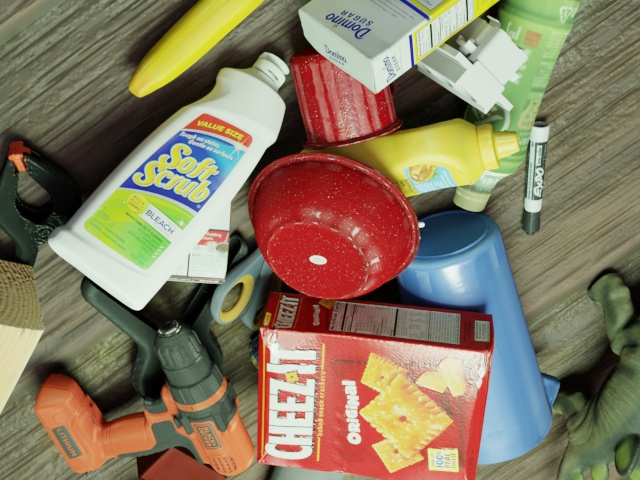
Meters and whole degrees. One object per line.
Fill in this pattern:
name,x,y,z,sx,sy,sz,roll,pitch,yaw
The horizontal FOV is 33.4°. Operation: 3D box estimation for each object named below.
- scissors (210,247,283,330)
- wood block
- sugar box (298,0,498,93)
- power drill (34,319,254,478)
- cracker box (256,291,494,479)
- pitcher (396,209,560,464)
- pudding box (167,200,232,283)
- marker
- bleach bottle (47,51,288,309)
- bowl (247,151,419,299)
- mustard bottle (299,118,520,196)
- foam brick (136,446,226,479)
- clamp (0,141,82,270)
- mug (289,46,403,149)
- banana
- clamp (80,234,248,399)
scissors,-0.057,0.001,1.018,0.096,0.016,0.202,-16,128,-45
wood block,-0.334,0.118,0.960,0.090,0.090,0.206,14,123,-33
sugar box,0.078,-0.204,0.890,0.176,0.093,0.048,-39,148,-14
power drill,-0.171,0.157,1.011,0.188,0.057,0.184,-7,124,19
cracker box,0.049,0.144,1.010,0.214,0.072,0.164,6,119,5
pitcher,0.140,0.100,1.079,0.145,0.149,0.243,2,122,34
pudding box,-0.128,-0.019,0.974,0.090,0.039,0.113,4,85,-15
marker,0.216,-0.061,1.075,0.020,0.020,0.121,-7,118,-11
bleach bottle,-0.118,-0.066,0.926,0.102,0.068,0.250,37,77,-4
bowl,0.004,0.001,0.944,0.162,0.055,0.162,11,135,11
mustard bottle,0.083,-0.071,0.964,0.192,0.058,0.096,-10,162,16
foam brick,-0.147,0.233,1.117,0.078,0.053,0.051,37,103,-28
clamp,-0.240,-0.012,0.974,0.120,0.039,0.171,-12,126,-15
mug,0.028,-0.137,0.951,0.117,0.093,0.081,-28,112,-41
banana,-0.087,-0.194,0.900,0.198,0.069,0.037,-38,95,24
clamp,-0.135,0.094,1.051,0.164,0.036,0.210,-21,126,-18
